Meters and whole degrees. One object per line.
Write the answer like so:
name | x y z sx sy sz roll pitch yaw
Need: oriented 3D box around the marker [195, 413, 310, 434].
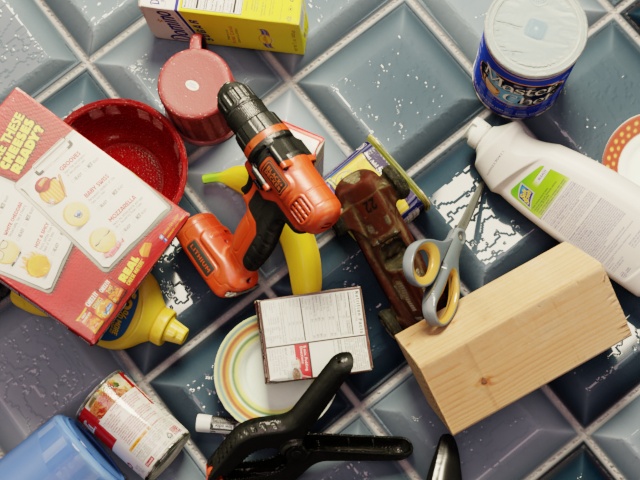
marker | -0.071 0.198 1.126 0.121 0.020 0.020 5 79 4

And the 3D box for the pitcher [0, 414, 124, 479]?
pitcher | -0.310 0.300 1.069 0.242 0.149 0.145 -42 41 -8

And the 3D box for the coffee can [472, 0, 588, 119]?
coffee can | 0.217 -0.197 1.127 0.103 0.140 0.103 -1 79 3

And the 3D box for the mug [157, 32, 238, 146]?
mug | -0.132 -0.171 1.170 0.093 0.081 0.117 0 79 3

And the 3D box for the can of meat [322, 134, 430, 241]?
can of meat | 0.054 -0.048 1.149 0.084 0.057 0.102 -40 80 -3

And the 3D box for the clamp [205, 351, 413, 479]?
clamp | -0.026 0.195 1.079 0.210 0.164 0.036 -19 37 6

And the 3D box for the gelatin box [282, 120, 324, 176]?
gelatin box | -0.034 -0.094 1.146 0.073 0.089 0.030 24 71 8

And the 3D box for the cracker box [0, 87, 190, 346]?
cracker box | -0.265 -0.020 1.068 0.213 0.072 0.164 36 75 -6

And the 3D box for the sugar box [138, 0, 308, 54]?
sugar box | -0.105 -0.248 1.179 0.176 0.093 0.048 5 79 5

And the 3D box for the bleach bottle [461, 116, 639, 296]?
bleach bottle | 0.263 -0.053 1.124 0.251 0.068 0.103 37 119 10

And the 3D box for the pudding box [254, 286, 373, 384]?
pudding box | -0.007 0.099 1.109 0.113 0.039 0.090 -7 83 -8

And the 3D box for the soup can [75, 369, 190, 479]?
soup can | -0.194 0.193 1.110 0.102 0.068 0.068 40 83 9

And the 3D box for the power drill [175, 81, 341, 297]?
power drill | -0.080 -0.045 1.098 0.057 0.188 0.184 -17 64 -46

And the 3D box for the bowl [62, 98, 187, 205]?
bowl | -0.221 -0.071 1.169 0.162 0.055 0.162 -1 79 3

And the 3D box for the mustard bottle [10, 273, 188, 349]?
mustard bottle | -0.229 0.062 1.140 0.191 0.058 0.096 25 96 6

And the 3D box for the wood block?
wood block | 0.194 0.097 1.082 0.206 0.090 0.091 -28 109 -3

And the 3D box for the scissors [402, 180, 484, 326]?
scissors | 0.128 -0.007 1.094 0.016 0.096 0.201 -12 49 38

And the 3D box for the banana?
banana | -0.046 -0.013 1.161 0.070 0.037 0.198 -40 78 14
